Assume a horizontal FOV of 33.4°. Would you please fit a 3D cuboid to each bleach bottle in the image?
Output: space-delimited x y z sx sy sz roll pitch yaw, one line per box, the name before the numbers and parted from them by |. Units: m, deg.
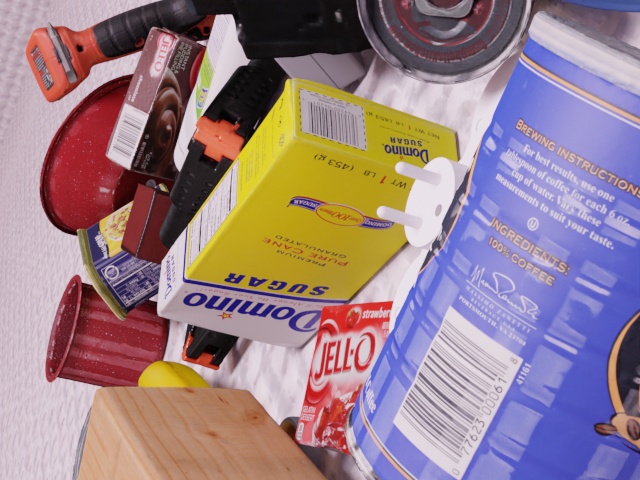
bleach bottle | -0.058 -0.140 0.803 0.102 0.068 0.251 -101 32 -58

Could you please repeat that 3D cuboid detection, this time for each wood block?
wood block | -0.042 0.150 0.484 0.206 0.090 0.091 36 116 58

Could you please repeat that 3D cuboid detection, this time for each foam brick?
foam brick | -0.099 -0.005 0.786 0.053 0.078 0.051 18 91 66

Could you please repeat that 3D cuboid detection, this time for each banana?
banana | -0.095 0.112 0.714 0.198 0.037 0.069 12 124 69

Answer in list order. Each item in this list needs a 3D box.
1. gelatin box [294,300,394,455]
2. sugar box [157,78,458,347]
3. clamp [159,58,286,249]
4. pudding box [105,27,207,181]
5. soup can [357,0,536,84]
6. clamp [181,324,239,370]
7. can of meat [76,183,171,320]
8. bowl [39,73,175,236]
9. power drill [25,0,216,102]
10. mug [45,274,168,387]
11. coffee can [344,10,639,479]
gelatin box | 0.022 0.068 0.514 0.089 0.030 0.073 -10 66 65
sugar box | -0.013 -0.005 0.565 0.176 0.093 0.048 -51 31 45
clamp | -0.055 -0.069 0.655 0.164 0.036 0.210 -63 5 -5
pudding box | -0.115 -0.106 0.865 0.039 0.089 0.113 30 100 35
soup can | 0.061 -0.113 0.449 0.069 0.068 0.102 -60 -3 30
clamp | -0.055 0.001 0.731 0.171 0.039 0.120 -64 17 7
can of meat | -0.144 0.005 0.863 0.084 0.057 0.102 -32 29 -1
bowl | -0.163 -0.061 0.930 0.055 0.161 0.162 34 111 27
power drill | -0.158 -0.181 0.927 0.057 0.187 0.185 65 163 -7
mug | -0.186 0.085 0.919 0.117 0.081 0.093 -20 57 63
coffee can | 0.081 0.017 0.318 0.140 0.102 0.103 -67 23 18
